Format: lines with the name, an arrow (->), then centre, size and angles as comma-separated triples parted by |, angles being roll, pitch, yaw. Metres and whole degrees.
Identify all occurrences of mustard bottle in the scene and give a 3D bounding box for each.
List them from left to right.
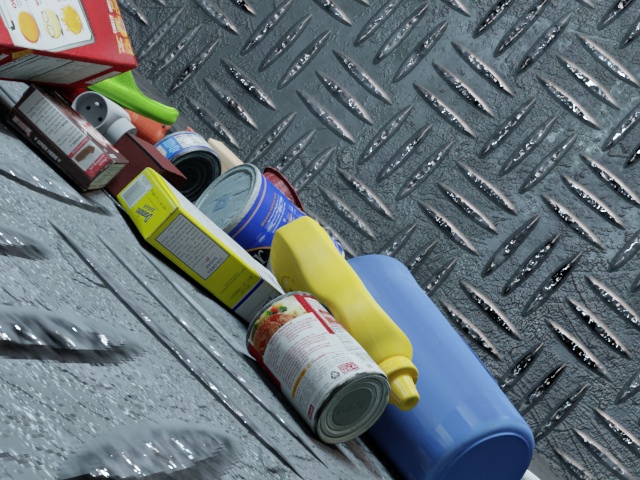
mustard bottle -> 0.025, 0.069, 0.882 | 0.192, 0.058, 0.096 | 52, -18, 41

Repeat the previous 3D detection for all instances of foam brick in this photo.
foam brick -> -0.167, -0.060, 0.990 | 0.051, 0.053, 0.078 | 43, 2, 9

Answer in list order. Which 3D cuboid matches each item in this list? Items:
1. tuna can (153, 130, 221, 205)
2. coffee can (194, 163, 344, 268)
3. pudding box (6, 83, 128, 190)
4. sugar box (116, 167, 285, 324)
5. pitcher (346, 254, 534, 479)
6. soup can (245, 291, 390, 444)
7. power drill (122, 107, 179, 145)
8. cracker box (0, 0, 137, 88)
tuna can -> -0.147, -0.071, 1.127 | 0.034, 0.086, 0.086 | 47, 4, 34
coffee can -> -0.057, 0.001, 1.125 | 0.140, 0.103, 0.103 | 42, 3, -30
pudding box -> -0.209, -0.085, 0.892 | 0.090, 0.039, 0.113 | 43, 2, -6
sugar box -> -0.096, 0.015, 0.948 | 0.176, 0.048, 0.093 | 46, 0, -36
pitcher -> 0.091, 0.130, 0.965 | 0.243, 0.149, 0.145 | 51, -13, 47
soup can -> -0.002, 0.095, 0.802 | 0.102, 0.068, 0.068 | 46, 3, 40
power drill -> -0.262, -0.182, 1.533 | 0.188, 0.057, 0.184 | 45, 3, 35
cracker box -> -0.244, -0.209, 0.830 | 0.213, 0.072, 0.164 | -12, 84, -69
